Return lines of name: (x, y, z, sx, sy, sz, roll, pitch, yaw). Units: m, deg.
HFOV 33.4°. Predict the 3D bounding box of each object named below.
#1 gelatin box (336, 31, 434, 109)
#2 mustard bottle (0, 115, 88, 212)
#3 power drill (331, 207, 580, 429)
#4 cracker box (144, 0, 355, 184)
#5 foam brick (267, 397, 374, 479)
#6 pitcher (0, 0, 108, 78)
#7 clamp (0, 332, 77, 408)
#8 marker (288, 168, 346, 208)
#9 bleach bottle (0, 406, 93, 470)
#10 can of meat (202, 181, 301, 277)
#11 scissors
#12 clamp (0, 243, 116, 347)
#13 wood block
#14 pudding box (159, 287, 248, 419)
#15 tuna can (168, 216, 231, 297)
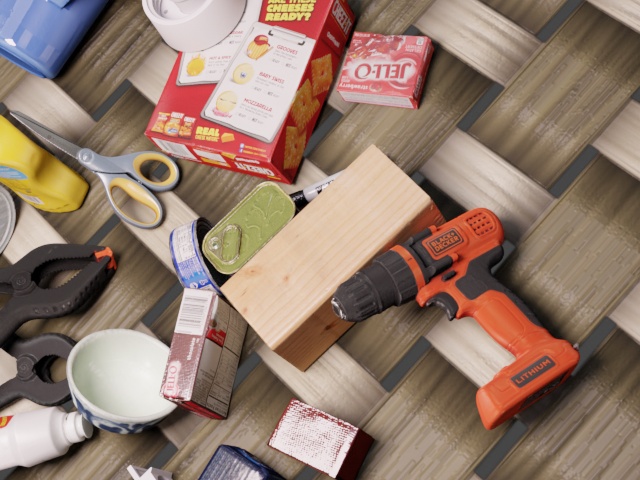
gelatin box: (0.070, -0.183, 1.142, 0.089, 0.030, 0.073, 10, 73, 25)
mustard bottle: (-0.343, -0.093, 1.175, 0.096, 0.191, 0.058, 17, 76, 26)
power drill: (0.127, 0.074, 0.967, 0.184, 0.057, 0.188, -28, 68, -17)
cracker box: (-0.075, -0.181, 1.175, 0.164, 0.072, 0.213, 14, 74, 26)
foam brick: (0.001, 0.190, 1.006, 0.078, 0.053, 0.051, 21, 78, 26)
pitcher: (-0.306, -0.322, 1.286, 0.145, 0.149, 0.243, 28, 85, 17)
clamp: (-0.318, 0.129, 1.155, 0.171, 0.039, 0.120, -8, 87, 11)
marker: (0.014, -0.060, 1.120, 0.121, 0.020, 0.020, -23, 63, 11)
bleach bottle: (-0.358, 0.218, 1.120, 0.251, 0.102, 0.068, -14, 93, 9)
can of meat: (-0.057, 0.001, 1.086, 0.102, 0.084, 0.057, -44, 60, 0)
scissors: (-0.239, -0.099, 1.185, 0.202, 0.016, 0.096, 46, 73, -2)
clamp: (-0.321, 0.064, 1.151, 0.210, 0.036, 0.164, -16, 54, -9)
wood block: (0.017, 0.019, 1.047, 0.206, 0.090, 0.090, -43, 61, 0)
pudding box: (-0.114, 0.114, 1.060, 0.039, 0.090, 0.113, 6, 71, 21)
tuna can: (-0.122, 0.021, 1.103, 0.034, 0.086, 0.086, -22, 63, 14)
